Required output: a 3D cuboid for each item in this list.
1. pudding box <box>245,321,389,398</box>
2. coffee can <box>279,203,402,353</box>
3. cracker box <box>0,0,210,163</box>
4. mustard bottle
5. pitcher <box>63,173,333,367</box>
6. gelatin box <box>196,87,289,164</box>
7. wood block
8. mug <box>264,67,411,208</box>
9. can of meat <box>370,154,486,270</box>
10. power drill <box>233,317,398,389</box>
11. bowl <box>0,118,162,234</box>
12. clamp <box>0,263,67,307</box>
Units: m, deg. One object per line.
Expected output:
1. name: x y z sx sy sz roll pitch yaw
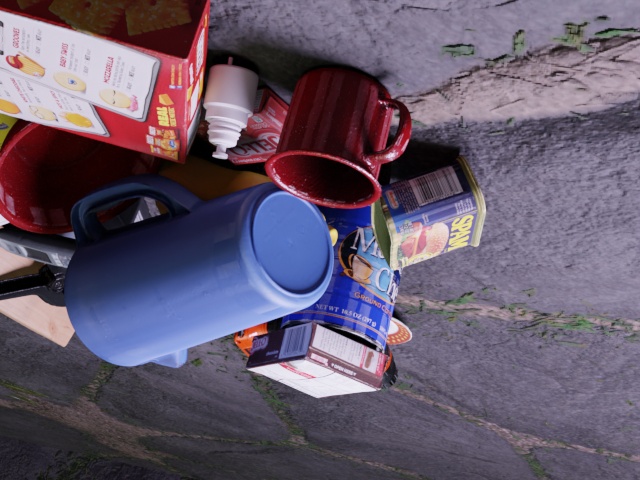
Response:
1. pudding box: -0.005 0.115 1.009 0.090 0.039 0.114 25 158 -26
2. coffee can: 0.027 0.034 1.036 0.103 0.140 0.103 13 158 5
3. cracker box: -0.195 -0.150 0.822 0.213 0.072 0.164 16 157 -1
4. mustard bottle: -0.067 -0.025 1.005 0.192 0.058 0.096 17 141 32
5. pitcher: -0.113 0.020 0.937 0.149 0.145 0.243 19 154 -41
6. gelatin box: -0.060 -0.097 0.921 0.089 0.030 0.073 -2 153 37
7. wood block: -0.402 0.048 1.383 0.091 0.090 0.205 17 163 39
8. mug: 0.020 -0.083 0.834 0.117 0.081 0.093 -5 151 41
9. can of meat: 0.091 -0.021 0.926 0.084 0.057 0.102 -19 158 -5
10. power drill: -0.002 0.135 1.360 0.188 0.057 0.184 3 152 22
11. bowl: -0.227 -0.080 0.972 0.162 0.055 0.162 -21 145 -15
12. clamp: -0.344 0.050 1.333 0.120 0.039 0.171 -39 144 10
